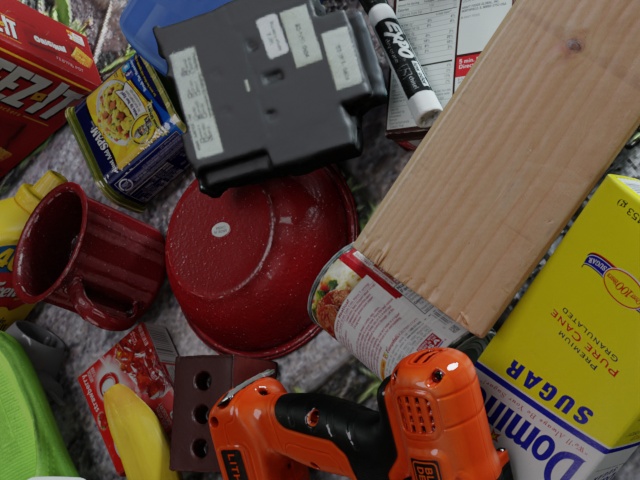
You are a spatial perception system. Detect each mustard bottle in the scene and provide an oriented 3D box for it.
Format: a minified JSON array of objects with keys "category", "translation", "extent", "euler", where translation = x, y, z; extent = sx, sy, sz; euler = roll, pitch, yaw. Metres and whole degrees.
[{"category":"mustard bottle","translation":[-0.257,0.028,0.844],"extent":[0.058,0.096,0.192],"euler":[39,99,35]}]

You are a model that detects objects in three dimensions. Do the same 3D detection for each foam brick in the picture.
[{"category":"foam brick","translation":[-0.065,0.118,0.717],"extent":[0.053,0.051,0.078],"euler":[-6,77,32]}]

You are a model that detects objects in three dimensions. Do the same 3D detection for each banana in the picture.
[{"category":"banana","translation":[-0.122,0.198,0.724],"extent":[0.037,0.069,0.198],"euler":[-176,92,-68]}]

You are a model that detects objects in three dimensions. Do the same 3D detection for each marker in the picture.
[{"category":"marker","translation":[0.048,-0.124,0.685],"extent":[0.020,0.020,0.121],"euler":[-34,59,21]}]

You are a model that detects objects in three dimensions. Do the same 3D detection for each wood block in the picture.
[{"category":"wood block","translation":[0.118,-0.059,0.596],"extent":[0.091,0.090,0.206],"euler":[36,105,9]}]

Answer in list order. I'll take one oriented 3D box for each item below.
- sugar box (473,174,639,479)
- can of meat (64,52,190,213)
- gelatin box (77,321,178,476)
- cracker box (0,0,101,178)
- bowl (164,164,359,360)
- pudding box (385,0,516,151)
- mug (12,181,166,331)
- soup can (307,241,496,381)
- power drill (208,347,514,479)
[{"category":"sugar box","translation":[0.146,0.061,0.574],"extent":[0.093,0.048,0.176],"euler":[47,118,33]},{"category":"can of meat","translation":[-0.138,-0.087,0.823],"extent":[0.084,0.057,0.102],"euler":[-39,60,16]},{"category":"gelatin box","translation":[-0.131,0.116,0.777],"extent":[0.073,0.030,0.089],"euler":[-41,58,18]},{"category":"cracker box","translation":[-0.312,-0.109,0.877],"extent":[0.214,0.164,0.072],"euler":[-35,62,21]},{"category":"bowl","translation":[-0.055,0.001,0.744],"extent":[0.162,0.055,0.162],"euler":[-10,71,31]},{"category":"pudding box","translation":[0.091,-0.119,0.693],"extent":[0.090,0.039,0.113],"euler":[-3,73,34]},{"category":"mug","translation":[-0.163,0.022,0.780],"extent":[0.093,0.081,0.117],"euler":[-49,41,17]},{"category":"soup can","translation":[0.050,0.053,0.653],"extent":[0.102,0.068,0.068],"euler":[39,99,34]},{"category":"power drill","translation":[0.028,0.149,0.622],"extent":[0.188,0.057,0.184],"euler":[-4,104,40]}]
